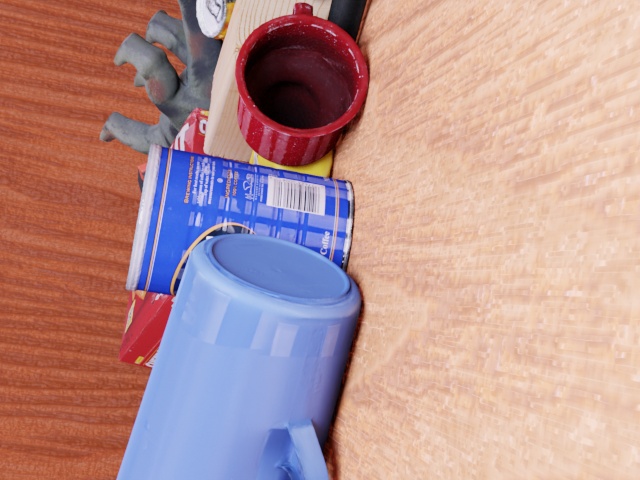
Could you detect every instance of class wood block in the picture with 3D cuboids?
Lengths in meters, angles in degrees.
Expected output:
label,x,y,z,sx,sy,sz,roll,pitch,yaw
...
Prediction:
label,x,y,z,sx,sy,sz,roll,pitch,yaw
wood block,-0.042,-0.144,0.939,0.206,0.090,0.090,130,148,-70

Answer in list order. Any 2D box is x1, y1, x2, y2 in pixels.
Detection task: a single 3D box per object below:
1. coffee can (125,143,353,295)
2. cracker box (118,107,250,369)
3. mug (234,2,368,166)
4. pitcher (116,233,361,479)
label,x,y,z,sx,sy,sz,roll,pitch,yaw
coffee can,-0.057,-0.005,0.743,0.103,0.140,0.103,-171,90,-80
cracker box,-0.134,0.002,1.058,0.164,0.072,0.213,-46,35,50
mug,-0.018,-0.115,0.777,0.081,0.093,0.117,115,156,-72
pitcher,-0.051,0.128,0.669,0.145,0.149,0.243,-59,-13,-70
